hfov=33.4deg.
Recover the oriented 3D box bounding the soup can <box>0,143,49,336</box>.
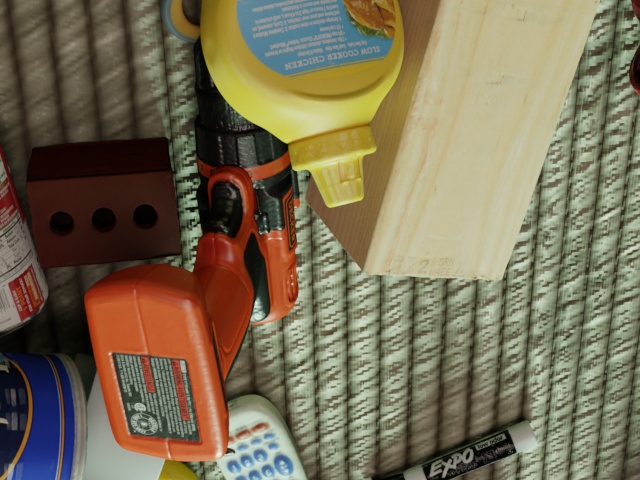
[{"bbox_3d":[-0.191,-0.004,0.571,0.068,0.068,0.102,-13,119,-4],"label":"soup can"}]

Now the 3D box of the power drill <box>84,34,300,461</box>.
[{"bbox_3d":[-0.053,0.001,0.532,0.057,0.187,0.184,3,123,14],"label":"power drill"}]

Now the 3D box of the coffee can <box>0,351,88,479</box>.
[{"bbox_3d":[-0.204,0.104,0.547,0.140,0.103,0.103,8,116,-31],"label":"coffee can"}]

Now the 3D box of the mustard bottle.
[{"bbox_3d":[-0.011,-0.110,0.496,0.096,0.058,0.191,-15,92,-27],"label":"mustard bottle"}]

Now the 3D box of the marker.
[{"bbox_3d":[0.089,0.154,0.728,0.121,0.020,0.020,-22,118,2],"label":"marker"}]

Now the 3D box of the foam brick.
[{"bbox_3d":[-0.118,-0.022,0.584,0.078,0.051,0.053,-6,117,-7],"label":"foam brick"}]

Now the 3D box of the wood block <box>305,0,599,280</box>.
[{"bbox_3d":[0.069,-0.091,0.553,0.090,0.091,0.206,3,116,-25],"label":"wood block"}]
